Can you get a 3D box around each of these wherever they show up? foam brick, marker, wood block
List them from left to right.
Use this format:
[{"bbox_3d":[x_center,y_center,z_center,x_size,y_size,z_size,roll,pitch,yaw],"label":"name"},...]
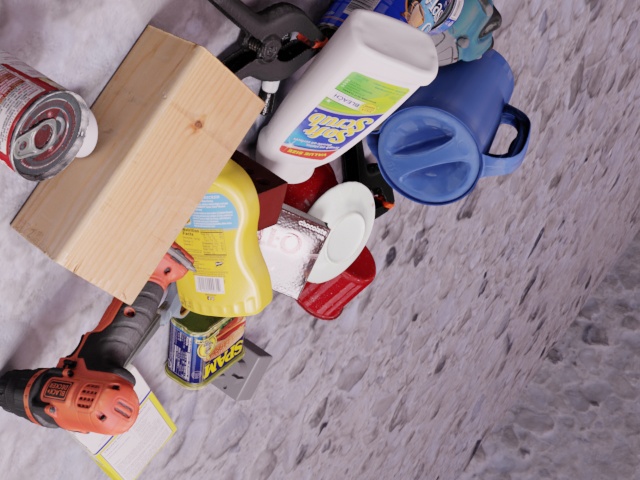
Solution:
[{"bbox_3d":[-0.152,-0.063,0.896,0.206,0.090,0.090,-56,136,-5],"label":"wood block"},{"bbox_3d":[-0.082,-0.050,1.095,0.052,0.078,0.051,-25,141,-52],"label":"foam brick"},{"bbox_3d":[-0.045,-0.182,1.083,0.020,0.020,0.121,-28,143,-50],"label":"marker"}]

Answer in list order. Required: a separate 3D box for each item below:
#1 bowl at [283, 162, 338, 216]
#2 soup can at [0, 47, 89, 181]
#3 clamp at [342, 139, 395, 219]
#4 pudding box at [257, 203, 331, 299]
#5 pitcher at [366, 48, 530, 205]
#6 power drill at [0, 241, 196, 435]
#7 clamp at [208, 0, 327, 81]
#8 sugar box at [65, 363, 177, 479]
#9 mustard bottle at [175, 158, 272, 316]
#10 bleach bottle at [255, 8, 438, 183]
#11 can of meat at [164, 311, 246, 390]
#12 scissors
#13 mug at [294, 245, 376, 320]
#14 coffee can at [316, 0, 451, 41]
[{"bbox_3d":[-0.021,-0.017,1.247,0.161,0.055,0.162,-30,137,-33],"label":"bowl"},{"bbox_3d":[-0.220,-0.093,0.735,0.068,0.102,0.068,-44,153,-30],"label":"soup can"},{"bbox_3d":[0.046,-0.071,1.378,0.209,0.036,0.165,-1,120,-59],"label":"clamp"},{"bbox_3d":[-0.058,0.002,1.170,0.090,0.113,0.039,-64,-165,13],"label":"pudding box"},{"bbox_3d":[0.178,-0.155,1.353,0.145,0.149,0.242,-35,-168,38],"label":"pitcher"},{"bbox_3d":[-0.201,0.081,0.954,0.057,0.185,0.187,41,62,-41],"label":"power drill"},{"bbox_3d":[-0.065,-0.177,1.011,0.171,0.039,0.120,-4,130,-48],"label":"clamp"},{"bbox_3d":[-0.221,0.196,1.160,0.093,0.048,0.176,-49,151,-20],"label":"sugar box"},{"bbox_3d":[-0.105,-0.022,1.045,0.058,0.096,0.191,-41,129,-55],"label":"mustard bottle"},{"bbox_3d":[0.010,-0.128,1.101,0.251,0.102,0.068,-46,-143,46],"label":"bleach bottle"},{"bbox_3d":[-0.129,0.107,1.221,0.101,0.057,0.084,-35,145,-44],"label":"can of meat"},{"bbox_3d":[-0.155,0.057,1.088,0.201,0.016,0.096,-44,149,-74],"label":"scissors"},{"bbox_3d":[0.024,0.041,1.361,0.117,0.093,0.082,-5,149,-48],"label":"mug"},{"bbox_3d":[0.074,-0.249,1.132,0.140,0.103,0.102,-55,156,-9],"label":"coffee can"}]
